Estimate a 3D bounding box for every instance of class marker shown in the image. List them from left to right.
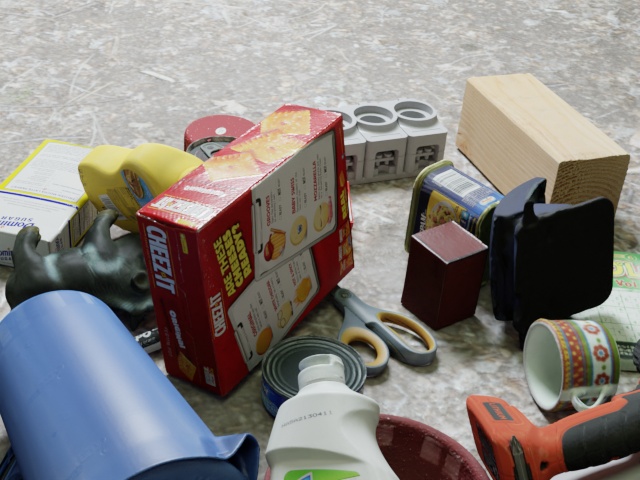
[{"bbox_3d":[-0.158,0.092,0.907,0.120,0.020,0.020,-20,40,-33],"label":"marker"}]

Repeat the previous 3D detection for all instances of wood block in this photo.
[{"bbox_3d":[0.241,-0.101,1.187,0.090,0.091,0.206,-7,34,-19],"label":"wood block"}]

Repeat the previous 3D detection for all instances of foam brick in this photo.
[{"bbox_3d":[0.113,0.032,0.978,0.051,0.078,0.053,-18,41,-31],"label":"foam brick"}]

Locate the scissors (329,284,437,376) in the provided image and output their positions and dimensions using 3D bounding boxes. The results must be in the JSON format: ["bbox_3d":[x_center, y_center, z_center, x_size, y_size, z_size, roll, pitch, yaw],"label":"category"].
[{"bbox_3d":[0.014,0.065,0.972,0.202,0.016,0.096,29,40,33],"label":"scissors"}]

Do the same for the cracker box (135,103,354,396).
[{"bbox_3d":[-0.056,0.001,0.912,0.072,0.164,0.213,15,38,29],"label":"cracker box"}]

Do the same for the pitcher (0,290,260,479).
[{"bbox_3d":[-0.160,0.143,0.743,0.149,0.145,0.243,-2,28,-32],"label":"pitcher"}]

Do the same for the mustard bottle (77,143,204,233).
[{"bbox_3d":[-0.148,-0.047,0.989,0.192,0.096,0.058,3,45,53],"label":"mustard bottle"}]

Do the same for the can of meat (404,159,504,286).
[{"bbox_3d":[0.134,-0.014,1.031,0.057,0.102,0.084,-24,45,-36],"label":"can of meat"}]

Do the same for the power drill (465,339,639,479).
[{"bbox_3d":[0.204,0.120,0.764,0.187,0.057,0.184,-16,9,0],"label":"power drill"}]

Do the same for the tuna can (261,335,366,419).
[{"bbox_3d":[-0.006,0.116,0.873,0.086,0.034,0.086,3,33,-2],"label":"tuna can"}]

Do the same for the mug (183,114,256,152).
[{"bbox_3d":[-0.091,-0.080,1.123,0.117,0.081,0.093,-5,34,-14],"label":"mug"}]

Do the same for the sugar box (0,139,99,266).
[{"bbox_3d":[-0.273,-0.037,1.070,0.093,0.048,0.176,12,37,11],"label":"sugar box"}]

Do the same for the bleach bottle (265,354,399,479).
[{"bbox_3d":[0.022,0.184,0.636,0.103,0.068,0.251,-15,57,11],"label":"bleach bottle"}]

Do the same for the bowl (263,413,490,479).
[{"bbox_3d":[0.039,0.193,0.740,0.162,0.055,0.162,3,33,-2],"label":"bowl"}]
